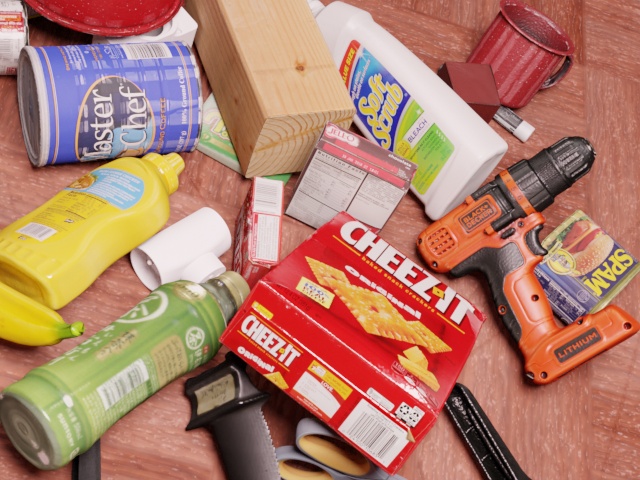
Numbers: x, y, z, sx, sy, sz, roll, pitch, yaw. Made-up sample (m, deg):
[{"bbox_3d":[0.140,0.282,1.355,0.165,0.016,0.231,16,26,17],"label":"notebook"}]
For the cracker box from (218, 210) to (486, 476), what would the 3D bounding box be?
[{"bbox_3d":[0.036,0.070,0.857,0.164,0.072,0.213,37,24,5],"label":"cracker box"}]

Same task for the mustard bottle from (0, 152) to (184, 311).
[{"bbox_3d":[-0.183,-0.019,0.889,0.096,0.058,0.191,15,43,36],"label":"mustard bottle"}]

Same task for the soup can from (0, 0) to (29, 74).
[{"bbox_3d":[-0.316,-0.182,0.951,0.102,0.069,0.068,-3,60,-22],"label":"soup can"}]

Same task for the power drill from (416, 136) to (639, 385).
[{"bbox_3d":[0.204,0.021,0.963,0.188,0.184,0.057,59,16,17],"label":"power drill"}]

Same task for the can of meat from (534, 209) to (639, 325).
[{"bbox_3d":[0.249,0.029,1.026,0.084,0.057,0.101,44,54,14],"label":"can of meat"}]

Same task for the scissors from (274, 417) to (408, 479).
[{"bbox_3d":[0.041,0.199,0.855,0.201,0.096,0.016,41,41,-31],"label":"scissors"}]

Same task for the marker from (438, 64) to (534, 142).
[{"bbox_3d":[0.175,-0.148,1.137,0.121,0.020,0.020,39,54,7],"label":"marker"}]

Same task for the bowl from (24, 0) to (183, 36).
[{"bbox_3d":[-0.201,-0.260,0.983,0.162,0.055,0.162,10,48,-11],"label":"bowl"}]

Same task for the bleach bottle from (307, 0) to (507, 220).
[{"bbox_3d":[0.062,-0.141,1.044,0.251,0.103,0.067,46,39,15],"label":"bleach bottle"}]

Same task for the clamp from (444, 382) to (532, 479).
[{"bbox_3d":[0.159,0.226,0.854,0.210,0.036,0.164,43,33,-1],"label":"clamp"}]

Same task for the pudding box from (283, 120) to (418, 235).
[{"bbox_3d":[0.025,-0.046,0.957,0.090,0.114,0.039,27,53,-2],"label":"pudding box"}]

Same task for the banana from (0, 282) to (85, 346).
[{"bbox_3d":[-0.266,0.028,0.804,0.198,0.070,0.037,31,42,-2],"label":"banana"}]

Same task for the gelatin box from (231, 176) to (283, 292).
[{"bbox_3d":[-0.056,0.001,0.923,0.030,0.073,0.089,10,56,-13],"label":"gelatin box"}]

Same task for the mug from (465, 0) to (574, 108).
[{"bbox_3d":[0.216,-0.193,1.134,0.117,0.082,0.093,10,40,-32],"label":"mug"}]

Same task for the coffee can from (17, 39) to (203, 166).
[{"bbox_3d":[-0.186,-0.122,0.937,0.140,0.103,0.103,-7,61,-24],"label":"coffee can"}]

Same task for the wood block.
[{"bbox_3d":[-0.052,-0.172,1.009,0.090,0.090,0.206,-8,60,-24],"label":"wood block"}]

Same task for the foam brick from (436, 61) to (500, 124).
[{"bbox_3d":[0.139,-0.136,1.080,0.051,0.078,0.053,3,58,-20],"label":"foam brick"}]
